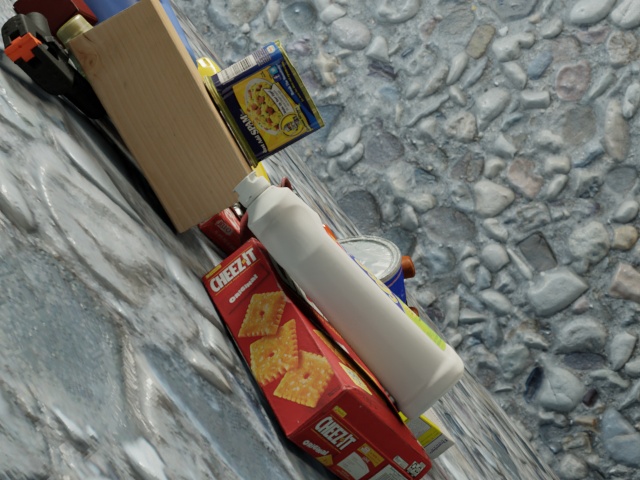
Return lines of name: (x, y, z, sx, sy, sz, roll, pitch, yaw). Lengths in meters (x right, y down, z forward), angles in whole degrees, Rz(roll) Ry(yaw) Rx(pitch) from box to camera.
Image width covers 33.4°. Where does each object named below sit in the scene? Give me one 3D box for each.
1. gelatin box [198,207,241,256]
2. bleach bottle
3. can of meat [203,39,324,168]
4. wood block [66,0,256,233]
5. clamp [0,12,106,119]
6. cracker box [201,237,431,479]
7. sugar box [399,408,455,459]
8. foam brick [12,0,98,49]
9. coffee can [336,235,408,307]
gelatin box: (-0.111, -0.023, 1.183, 0.073, 0.030, 0.089, 47, 7, -39)
bleach bottle: (0.017, 0.039, 0.936, 0.251, 0.068, 0.102, 47, 5, 1)
can of meat: (-0.054, -0.136, 1.057, 0.102, 0.084, 0.057, 60, 2, -29)
wood block: (-0.148, -0.123, 1.031, 0.206, 0.091, 0.090, 61, 2, -15)
clamp: (-0.243, -0.158, 0.972, 0.120, 0.039, 0.171, 47, 6, -11)
cracker box: (-0.003, 0.115, 0.953, 0.164, 0.072, 0.214, 46, 7, -43)
sugar box: (0.106, 0.213, 1.337, 0.093, 0.048, 0.176, 55, 3, 32)
foam brick: (-0.279, -0.241, 1.129, 0.051, 0.053, 0.078, 51, 5, -1)
coffee can: (0.044, 0.080, 1.136, 0.103, 0.102, 0.140, -119, -165, -59)
